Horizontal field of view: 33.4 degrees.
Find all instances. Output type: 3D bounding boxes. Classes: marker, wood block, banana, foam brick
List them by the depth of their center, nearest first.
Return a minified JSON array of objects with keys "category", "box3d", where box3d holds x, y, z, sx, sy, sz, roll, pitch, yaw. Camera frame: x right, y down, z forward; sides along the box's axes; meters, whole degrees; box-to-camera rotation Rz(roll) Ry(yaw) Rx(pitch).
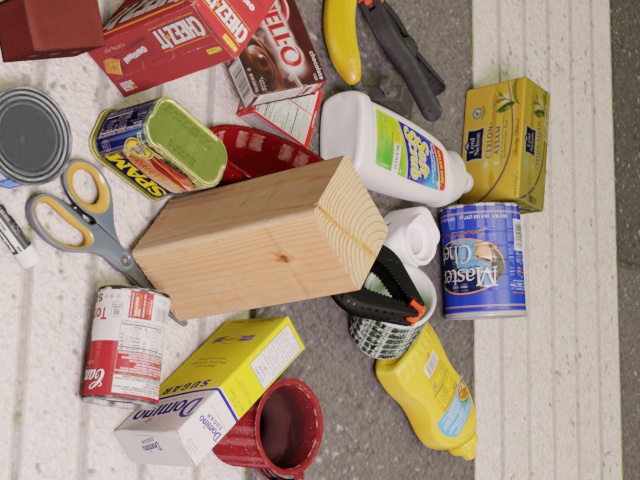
[{"category":"marker","box3d":[-0.277,-0.029,0.896,0.020,0.020,0.121,-51,120,-39]},{"category":"foam brick","box3d":[-0.238,-0.188,0.937,0.078,0.053,0.051,-16,96,-46]},{"category":"wood block","box3d":[-0.057,0.002,0.979,0.090,0.206,0.090,59,38,-27]},{"category":"banana","box3d":[0.038,-0.276,1.242,0.037,0.070,0.197,78,28,-71]}]

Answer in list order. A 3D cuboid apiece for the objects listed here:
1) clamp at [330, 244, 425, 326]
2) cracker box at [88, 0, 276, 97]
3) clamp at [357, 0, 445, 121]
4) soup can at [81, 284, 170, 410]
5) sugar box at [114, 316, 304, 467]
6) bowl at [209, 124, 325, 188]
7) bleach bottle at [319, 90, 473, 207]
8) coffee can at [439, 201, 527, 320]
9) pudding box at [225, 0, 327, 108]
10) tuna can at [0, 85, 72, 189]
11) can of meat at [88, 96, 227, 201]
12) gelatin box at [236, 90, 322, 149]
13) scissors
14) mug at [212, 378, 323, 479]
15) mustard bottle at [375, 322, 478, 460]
[{"category":"clamp","box3d":[0.014,0.024,1.122,0.210,0.036,0.164,42,52,10]},{"category":"cracker box","box3d":[-0.105,-0.244,1.006,0.072,0.164,0.213,50,51,-28]},{"category":"clamp","box3d":[0.102,-0.222,1.293,0.171,0.039,0.120,49,18,-23]},{"category":"soup can","box3d":[-0.172,0.096,0.953,0.068,0.069,0.102,20,69,-44]},{"category":"sugar box","box3d":[-0.102,0.139,1.004,0.176,0.094,0.048,-42,114,-42]},{"category":"bowl","box3d":[-0.049,-0.056,1.078,0.161,0.162,0.055,1,121,-47]},{"category":"bleach bottle","box3d":[0.104,-0.101,1.286,0.250,0.068,0.102,12,77,-48]},{"category":"coffee can","box3d":[0.204,0.028,1.343,0.102,0.103,0.140,4,81,-47]},{"category":"pudding box","box3d":[-0.056,-0.200,1.110,0.089,0.039,0.113,-17,82,-29]},{"category":"tuna can","box3d":[-0.258,-0.087,0.914,0.085,0.034,0.086,9,78,-46]},{"category":"can of meat","box3d":[-0.149,-0.085,0.994,0.102,0.084,0.057,40,57,-36]},{"category":"gelatin box","box3d":[-0.044,-0.148,1.156,0.089,0.030,0.073,31,63,-37]},{"category":"scissors","box3d":[-0.185,-0.002,0.993,0.201,0.016,0.096,34,60,-39]},{"category":"mug","box3d":[-0.053,0.194,1.056,0.093,0.082,0.117,-38,112,-43]},{"category":"mustard bottle","box3d":[0.139,0.193,1.281,0.191,0.058,0.096,57,43,-25]}]
